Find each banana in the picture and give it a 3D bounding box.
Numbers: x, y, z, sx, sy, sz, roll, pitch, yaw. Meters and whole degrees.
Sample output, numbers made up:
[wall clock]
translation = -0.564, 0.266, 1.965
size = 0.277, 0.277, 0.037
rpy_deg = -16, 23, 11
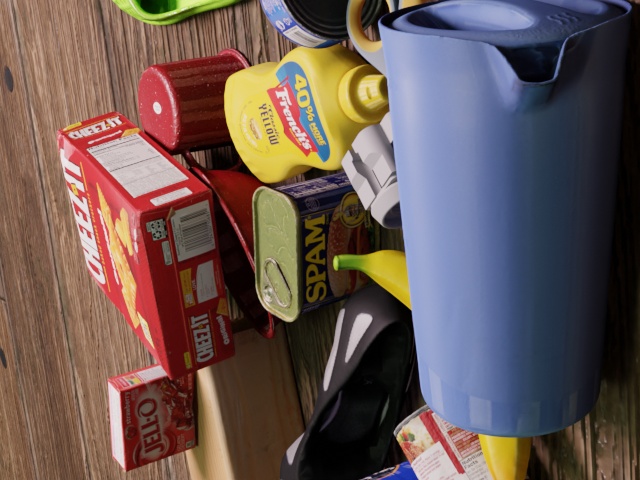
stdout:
[banana]
translation = 0.090, 0.074, 0.725
size = 0.198, 0.069, 0.037
rpy_deg = 52, 167, 20

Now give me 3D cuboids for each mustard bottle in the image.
[mustard bottle]
translation = -0.003, -0.100, 0.812
size = 0.192, 0.058, 0.096
rpy_deg = -5, 104, 58

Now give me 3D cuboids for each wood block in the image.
[wood block]
translation = -0.073, 0.183, 1.011
size = 0.091, 0.090, 0.206
rpy_deg = -3, 99, 58

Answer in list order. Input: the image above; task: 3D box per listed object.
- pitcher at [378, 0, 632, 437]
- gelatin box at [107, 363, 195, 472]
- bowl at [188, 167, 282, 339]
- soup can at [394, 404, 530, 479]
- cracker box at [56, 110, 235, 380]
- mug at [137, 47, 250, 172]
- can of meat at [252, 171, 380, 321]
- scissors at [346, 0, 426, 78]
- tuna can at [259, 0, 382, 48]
[pitcher]
translation = 0.106, -0.020, 0.619
size = 0.145, 0.149, 0.243
rpy_deg = 14, 118, 39
[gelatin box]
translation = -0.152, 0.158, 0.967
size = 0.030, 0.073, 0.089
rpy_deg = 31, 128, 49
[bowl]
translation = -0.056, 0.001, 0.917
size = 0.162, 0.055, 0.162
rpy_deg = 56, 163, 27
[soup can]
translation = 0.104, 0.161, 0.735
size = 0.102, 0.068, 0.069
rpy_deg = 61, 146, 23
[cracker box]
translation = -0.158, -0.001, 0.947
size = 0.214, 0.072, 0.164
rpy_deg = 38, 141, 51
[mug]
translation = -0.107, -0.110, 0.953
size = 0.093, 0.081, 0.117
rpy_deg = -28, 78, 58
[can of meat]
translation = -0.002, 0.002, 0.823
size = 0.058, 0.083, 0.102
rpy_deg = 24, 122, 49
[scissors]
translation = 0.047, -0.093, 0.708
size = 0.096, 0.016, 0.202
rpy_deg = 13, 95, 41
[tuna can]
translation = -0.001, -0.179, 0.750
size = 0.034, 0.086, 0.086
rpy_deg = -8, 95, 61
